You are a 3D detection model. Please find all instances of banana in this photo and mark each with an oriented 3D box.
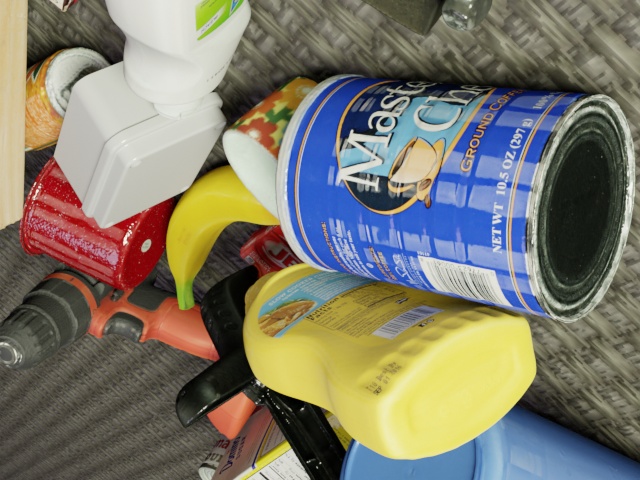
[{"bbox_3d":[-0.065,-0.014,0.719,0.069,0.037,0.198,61,148,6],"label":"banana"}]

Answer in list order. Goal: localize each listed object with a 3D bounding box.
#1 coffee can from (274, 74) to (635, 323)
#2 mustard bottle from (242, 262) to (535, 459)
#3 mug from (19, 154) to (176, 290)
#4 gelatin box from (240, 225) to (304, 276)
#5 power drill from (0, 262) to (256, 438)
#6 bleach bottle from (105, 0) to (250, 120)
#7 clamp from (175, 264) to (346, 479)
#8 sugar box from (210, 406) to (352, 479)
[{"bbox_3d":[0.064,-0.024,0.512,0.141,0.102,0.102,11,142,38],"label":"coffee can"},{"bbox_3d":[0.014,0.050,0.561,0.192,0.096,0.058,18,129,55],"label":"mustard bottle"},{"bbox_3d":[-0.156,-0.025,0.777,0.081,0.093,0.117,25,122,12],"label":"mug"},{"bbox_3d":[-0.003,0.019,0.720,0.089,0.030,0.073,42,150,-9],"label":"gelatin box"},{"bbox_3d":[-0.128,0.073,0.805,0.188,0.184,0.057,28,120,7],"label":"power drill"},{"bbox_3d":[-0.066,-0.136,0.492,0.068,0.102,0.251,34,150,10],"label":"bleach bottle"},{"bbox_3d":[-0.038,0.076,0.637,0.164,0.036,0.210,43,-165,-37],"label":"clamp"},{"bbox_3d":[-0.004,0.131,0.748,0.048,0.093,0.176,41,124,-9],"label":"sugar box"}]
